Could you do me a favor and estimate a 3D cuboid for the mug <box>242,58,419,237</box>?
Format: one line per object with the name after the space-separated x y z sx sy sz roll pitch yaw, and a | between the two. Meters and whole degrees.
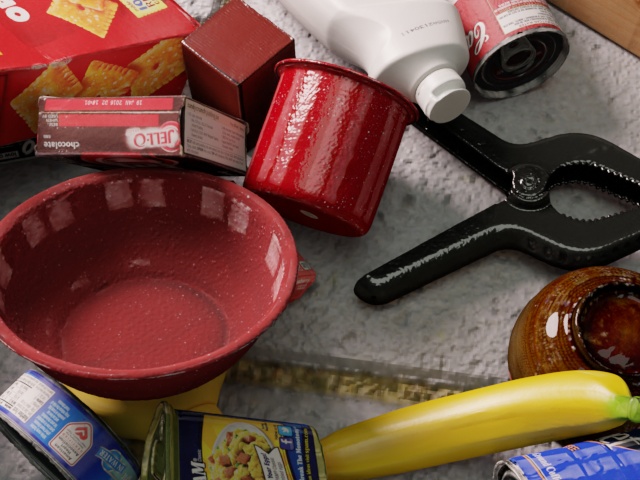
-0.003 -0.053 0.653 0.093 0.117 0.081 25 80 -31 | mug

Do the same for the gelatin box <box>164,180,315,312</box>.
-0.054 0.001 0.637 0.089 0.073 0.030 48 113 21 | gelatin box

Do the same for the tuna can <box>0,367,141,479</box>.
-0.137 0.109 0.572 0.086 0.086 0.033 36 66 17 | tuna can

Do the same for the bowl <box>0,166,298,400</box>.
-0.092 0.030 0.550 0.162 0.055 0.162 1 39 -1 | bowl

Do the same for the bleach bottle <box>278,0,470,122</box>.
0.016 -0.171 0.718 0.102 0.068 0.251 -23 59 -14 | bleach bottle

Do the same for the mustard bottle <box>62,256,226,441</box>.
-0.108 0.055 0.616 0.096 0.058 0.192 -26 66 -20 | mustard bottle

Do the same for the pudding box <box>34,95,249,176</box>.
-0.101 -0.060 0.631 0.090 0.113 0.039 3 91 15 | pudding box

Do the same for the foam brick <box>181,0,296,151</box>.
-0.051 -0.107 0.691 0.053 0.078 0.051 40 70 18 | foam brick

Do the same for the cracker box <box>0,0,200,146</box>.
-0.204 -0.140 0.659 0.164 0.072 0.213 44 39 19 | cracker box

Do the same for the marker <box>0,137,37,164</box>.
-0.177 -0.064 0.700 0.121 0.020 0.020 -10 63 -6 | marker

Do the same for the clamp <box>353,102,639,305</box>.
0.123 -0.019 0.669 0.210 0.036 0.164 11 64 10 | clamp

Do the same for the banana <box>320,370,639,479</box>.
0.083 0.099 0.577 0.198 0.069 0.037 -18 74 26 | banana

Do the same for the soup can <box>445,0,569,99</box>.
0.117 -0.157 0.725 0.068 0.068 0.102 -16 63 -9 | soup can

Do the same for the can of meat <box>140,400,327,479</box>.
-0.042 0.133 0.525 0.083 0.057 0.102 9 41 -17 | can of meat
